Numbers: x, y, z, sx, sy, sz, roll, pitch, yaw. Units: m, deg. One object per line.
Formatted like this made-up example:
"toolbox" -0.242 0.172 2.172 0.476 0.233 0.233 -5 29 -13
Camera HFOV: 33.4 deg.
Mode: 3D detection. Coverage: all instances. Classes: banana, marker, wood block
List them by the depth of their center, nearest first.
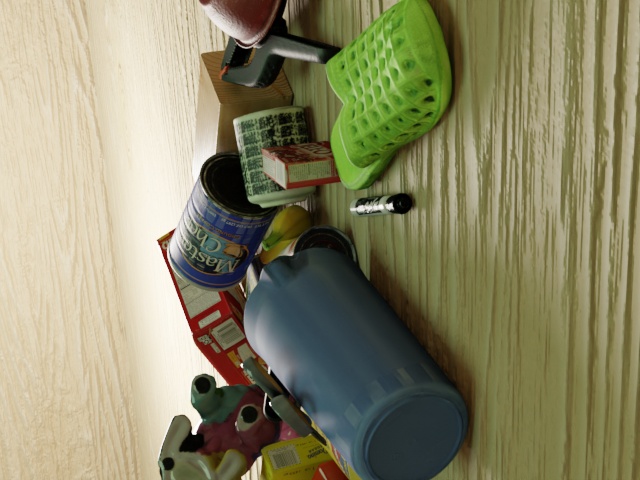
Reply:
"marker" 0.055 -0.032 0.979 0.121 0.020 0.020 180 81 -73
"banana" -0.042 -0.008 1.226 0.037 0.069 0.198 58 174 5
"wood block" -0.099 -0.127 1.307 0.206 0.090 0.091 102 153 -49

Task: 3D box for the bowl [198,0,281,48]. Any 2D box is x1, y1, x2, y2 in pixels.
"bowl" -0.088 -0.283 1.102 0.162 0.055 0.162 -18 70 62

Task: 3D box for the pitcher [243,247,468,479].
"pitcher" 0.036 0.121 0.970 0.243 0.149 0.145 47 128 56

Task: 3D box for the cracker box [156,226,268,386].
"cracker box" -0.148 0.096 1.511 0.164 0.072 0.214 59 -179 -44

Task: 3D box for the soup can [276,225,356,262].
"soup can" -0.008 0.027 1.133 0.102 0.068 0.068 144 116 -72

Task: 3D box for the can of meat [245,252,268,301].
"can of meat" -0.059 0.076 1.343 0.102 0.057 0.084 99 156 -47

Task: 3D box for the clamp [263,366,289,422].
"clamp" -0.041 0.123 1.168 0.171 0.039 0.120 -124 56 -79

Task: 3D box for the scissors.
"scissors" -0.031 0.154 1.001 0.096 0.016 0.202 49 175 11

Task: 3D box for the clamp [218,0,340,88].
"clamp" -0.049 -0.214 1.125 0.210 0.036 0.164 -44 56 50

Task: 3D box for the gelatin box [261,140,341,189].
"gelatin box" -0.014 -0.079 1.085 0.089 0.073 0.030 -141 45 -66

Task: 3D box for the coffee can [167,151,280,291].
"coffee can" -0.114 -0.021 1.269 0.140 0.102 0.103 -60 40 44

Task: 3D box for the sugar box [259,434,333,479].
"sugar box" -0.028 0.308 1.306 0.048 0.093 0.176 -116 23 -43
